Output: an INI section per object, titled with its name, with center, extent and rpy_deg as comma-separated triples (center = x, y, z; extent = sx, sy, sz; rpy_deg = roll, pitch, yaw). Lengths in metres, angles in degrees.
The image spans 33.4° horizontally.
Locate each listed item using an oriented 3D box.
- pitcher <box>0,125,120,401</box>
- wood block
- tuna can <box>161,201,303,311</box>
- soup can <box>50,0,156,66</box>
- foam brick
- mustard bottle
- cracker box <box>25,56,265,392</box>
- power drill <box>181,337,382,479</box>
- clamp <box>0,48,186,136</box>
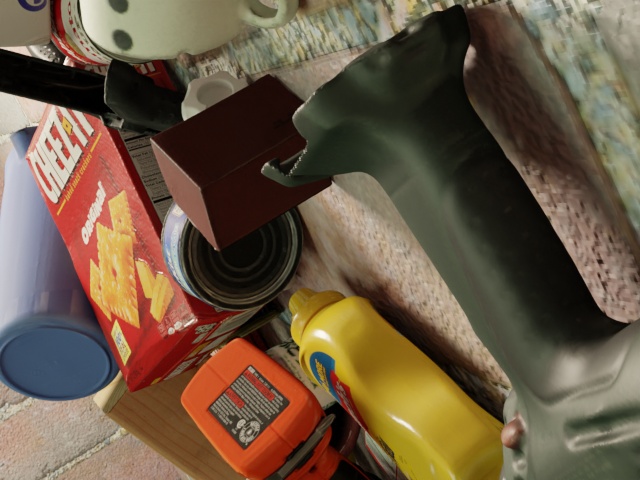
[pitcher]
center = -0.216, 0.023, 0.940
extent = 0.243, 0.149, 0.145
rpy_deg = -97, 22, -47
[wood block]
center = -0.084, 0.169, 0.929
extent = 0.206, 0.090, 0.091
rpy_deg = 40, 169, -15
[tuna can]
center = -0.054, 0.001, 0.672
extent = 0.034, 0.086, 0.086
rpy_deg = 22, 141, 61
[soup can]
center = -0.128, -0.142, 0.662
extent = 0.102, 0.068, 0.068
rpy_deg = 19, 138, 64
[foam brick]
center = -0.041, -0.042, 0.573
extent = 0.053, 0.078, 0.051
rpy_deg = 46, 158, 36
[mustard bottle]
center = 0.040, 0.085, 0.599
extent = 0.192, 0.058, 0.096
rpy_deg = 43, 168, 42
[cracker box]
center = -0.135, -0.014, 0.784
extent = 0.214, 0.072, 0.164
rpy_deg = 63, 146, 11
[power drill]
center = 0.002, 0.139, 0.633
extent = 0.187, 0.057, 0.185
rpy_deg = 48, 169, -32
[clamp]
center = -0.113, -0.084, 0.647
extent = 0.120, 0.039, 0.171
rpy_deg = 18, -174, 37
